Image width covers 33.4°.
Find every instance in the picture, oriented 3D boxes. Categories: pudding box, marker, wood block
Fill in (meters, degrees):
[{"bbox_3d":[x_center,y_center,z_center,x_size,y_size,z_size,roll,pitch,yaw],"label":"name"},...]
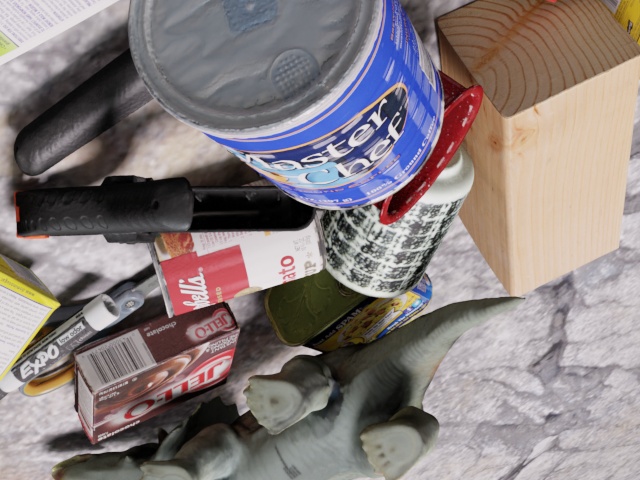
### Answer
[{"bbox_3d":[-0.116,0.090,0.751,0.113,0.039,0.090,-21,153,-23],"label":"pudding box"},{"bbox_3d":[-0.182,0.075,0.692,0.121,0.020,0.020,-35,146,12],"label":"marker"},{"bbox_3d":[0.141,-0.063,0.699,0.091,0.090,0.206,-25,146,-4],"label":"wood block"}]

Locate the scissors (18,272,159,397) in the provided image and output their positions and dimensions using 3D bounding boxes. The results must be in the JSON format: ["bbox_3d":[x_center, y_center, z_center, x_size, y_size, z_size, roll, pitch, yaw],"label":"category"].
[{"bbox_3d":[-0.146,0.038,0.701,0.202,0.016,0.096,-42,144,21],"label":"scissors"}]

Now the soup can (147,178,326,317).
[{"bbox_3d":[-0.054,0.001,0.660,0.102,0.068,0.068,-16,145,-9],"label":"soup can"}]

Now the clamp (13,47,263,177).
[{"bbox_3d":[-0.047,-0.104,0.558,0.164,0.036,0.210,3,137,-45],"label":"clamp"}]

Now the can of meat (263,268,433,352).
[{"bbox_3d":[0.024,0.042,0.789,0.102,0.057,0.083,-38,148,17],"label":"can of meat"}]

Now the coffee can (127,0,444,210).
[{"bbox_3d":[-0.008,-0.077,0.470,0.103,0.103,0.140,-33,162,9],"label":"coffee can"}]

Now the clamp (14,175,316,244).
[{"bbox_3d":[-0.091,-0.016,0.571,0.172,0.039,0.120,2,176,40],"label":"clamp"}]
